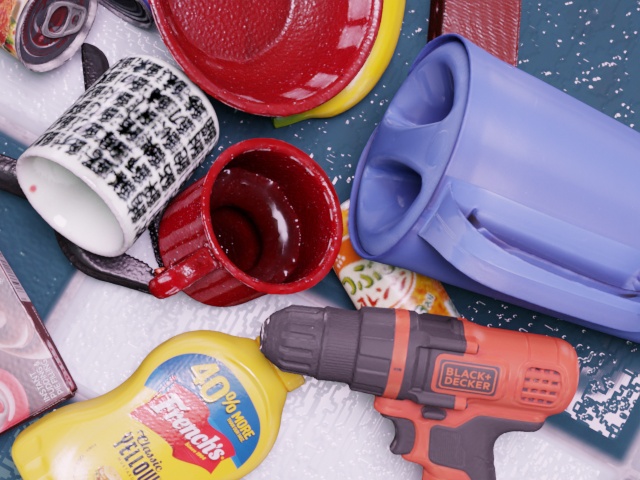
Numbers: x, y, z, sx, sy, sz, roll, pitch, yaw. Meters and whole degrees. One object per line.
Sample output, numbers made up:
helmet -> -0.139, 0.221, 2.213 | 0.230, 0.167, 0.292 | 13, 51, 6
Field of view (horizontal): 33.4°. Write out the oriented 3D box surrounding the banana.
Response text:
banana -> 0.023, -0.163, 0.699 | 0.069, 0.037, 0.198 | 14, 83, -3

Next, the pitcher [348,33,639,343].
pitcher -> 0.148, -0.008, 0.616 | 0.242, 0.145, 0.149 | 20, 72, -18

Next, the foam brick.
foam brick -> 0.098, -0.127, 0.691 | 0.051, 0.053, 0.078 | 5, 83, -3

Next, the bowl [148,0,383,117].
bowl -> -0.041, -0.155, 0.644 | 0.161, 0.055, 0.162 | -3, 96, -32

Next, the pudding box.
pudding box -> -0.217, 0.067, 0.660 | 0.090, 0.039, 0.113 | -29, 86, -5

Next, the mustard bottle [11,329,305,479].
mustard bottle -> -0.083, 0.111, 0.653 | 0.191, 0.058, 0.096 | -32, 95, -7

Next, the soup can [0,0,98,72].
soup can -> -0.198, -0.158, 0.659 | 0.102, 0.068, 0.068 | 33, 83, 17

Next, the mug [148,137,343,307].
mug -> -0.054, 0.001, 0.637 | 0.117, 0.082, 0.093 | -39, 98, -33

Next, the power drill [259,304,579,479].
power drill -> 0.046, 0.131, 0.630 | 0.184, 0.057, 0.188 | 8, 106, 0

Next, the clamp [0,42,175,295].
clamp -> -0.153, -0.030, 0.672 | 0.120, 0.039, 0.171 | -30, 84, -10
